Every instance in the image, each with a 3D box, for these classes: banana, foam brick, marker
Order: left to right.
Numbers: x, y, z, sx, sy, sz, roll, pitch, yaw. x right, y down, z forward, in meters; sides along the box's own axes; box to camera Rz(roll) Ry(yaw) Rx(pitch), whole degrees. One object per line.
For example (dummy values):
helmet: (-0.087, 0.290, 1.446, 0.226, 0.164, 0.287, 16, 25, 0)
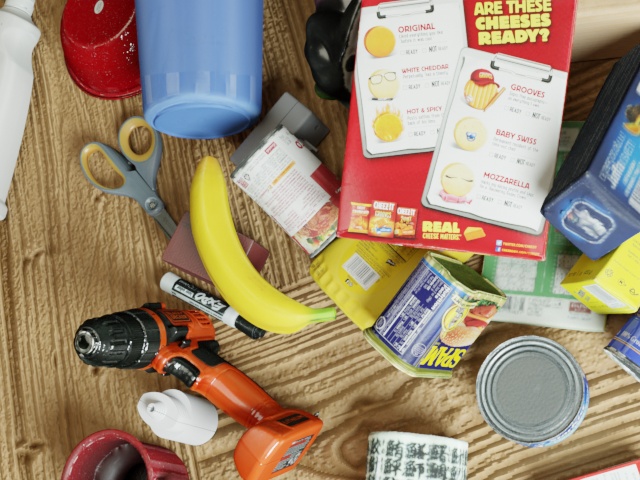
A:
marker: (-0.100, 0.061, 0.996, 0.121, 0.020, 0.020, 25, 85, 28)
foam brick: (-0.096, 0.014, 0.986, 0.078, 0.051, 0.053, 24, 83, 20)
banana: (-0.069, 0.014, 0.933, 0.069, 0.037, 0.198, -33, 70, -16)

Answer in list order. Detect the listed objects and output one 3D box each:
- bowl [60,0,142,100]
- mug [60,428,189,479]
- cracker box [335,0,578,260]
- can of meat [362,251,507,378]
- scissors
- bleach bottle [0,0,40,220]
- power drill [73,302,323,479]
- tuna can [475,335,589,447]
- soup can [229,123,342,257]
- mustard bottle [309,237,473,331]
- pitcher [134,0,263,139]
bowl: (-0.216, -0.232, 1.121, 0.162, 0.055, 0.162, -8, 70, 21)
mug: (-0.156, 0.217, 0.935, 0.117, 0.081, 0.093, -5, 72, 22)
cracker box: (0.105, -0.099, 0.837, 0.164, 0.072, 0.214, 6, 94, 3)
can of meat: (0.094, 0.060, 0.857, 0.057, 0.102, 0.084, 42, 104, 29)
scissors: (-0.158, -0.053, 1.060, 0.202, 0.016, 0.096, 34, 85, 24)
bleach bottle: (-0.354, -0.152, 1.152, 0.103, 0.068, 0.251, 8, 75, 25)
power drill: (-0.099, 0.122, 0.894, 0.188, 0.184, 0.057, 39, 104, 19)
tuna can: (0.170, 0.121, 0.851, 0.086, 0.033, 0.086, -7, 71, 21)
soup can: (-0.021, -0.044, 0.937, 0.102, 0.068, 0.068, 44, 94, -3)
mustard bottle: (0.086, -0.010, 0.915, 0.191, 0.058, 0.096, -47, 59, 4)
pitcher: (-0.114, -0.221, 1.009, 0.145, 0.149, 0.243, -12, 74, 35)
